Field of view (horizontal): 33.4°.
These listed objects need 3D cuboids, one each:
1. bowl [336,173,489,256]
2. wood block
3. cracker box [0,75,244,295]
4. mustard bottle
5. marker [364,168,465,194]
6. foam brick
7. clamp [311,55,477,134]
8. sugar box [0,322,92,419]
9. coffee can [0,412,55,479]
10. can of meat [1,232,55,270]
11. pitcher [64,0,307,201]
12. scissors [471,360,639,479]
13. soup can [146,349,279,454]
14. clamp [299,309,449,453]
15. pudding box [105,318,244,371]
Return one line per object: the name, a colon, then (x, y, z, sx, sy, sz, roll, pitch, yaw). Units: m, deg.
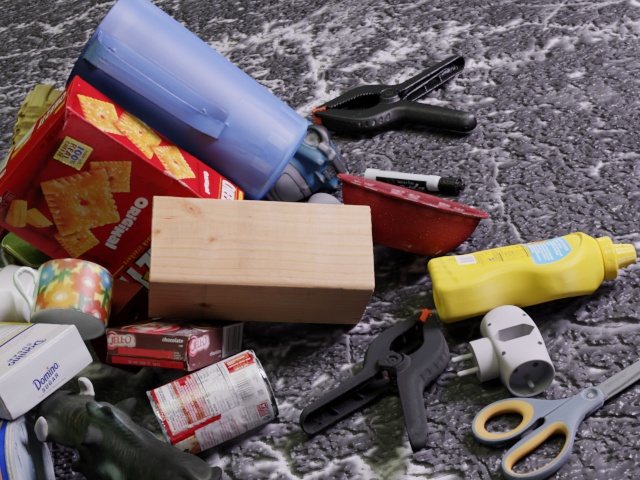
bowl: (0.088, -0.022, 1.092, 0.162, 0.055, 0.162, 14, 7, -2)
wood block: (-0.059, 0.021, 1.021, 0.206, 0.091, 0.090, 2, 63, -8)
cracker box: (-0.210, -0.039, 1.082, 0.164, 0.213, 0.072, -41, 28, 26)
mustard bottle: (0.201, 0.030, 1.009, 0.191, 0.058, 0.096, -12, 11, 4)
marker: (0.107, -0.068, 1.217, 0.121, 0.020, 0.020, 8, 41, 29)
foam brick: (-0.199, 0.085, 1.070, 0.051, 0.078, 0.053, 11, 44, 31)
clamp: (0.096, -0.179, 1.359, 0.210, 0.036, 0.164, -5, 37, 14)
sugar box: (-0.294, 0.114, 0.964, 0.177, 0.048, 0.093, 1, 30, 45)
coffee can: (-0.310, 0.213, 0.912, 0.140, 0.103, 0.103, -15, 35, 1)
can of meat: (-0.298, 0.035, 1.169, 0.057, 0.084, 0.102, -35, 40, -26)
pitcher: (-0.139, -0.145, 1.127, 0.242, 0.145, 0.149, 33, 53, -6)
scissors: (0.209, 0.132, 0.907, 0.096, 0.016, 0.201, 23, 49, 41)
soup can: (-0.096, 0.147, 0.955, 0.102, 0.068, 0.069, -22, 36, -11)
clamp: (0.073, 0.125, 0.948, 0.120, 0.039, 0.171, 16, 45, 34)
pudding box: (-0.137, 0.097, 1.019, 0.090, 0.039, 0.113, 3, 2, 22)
